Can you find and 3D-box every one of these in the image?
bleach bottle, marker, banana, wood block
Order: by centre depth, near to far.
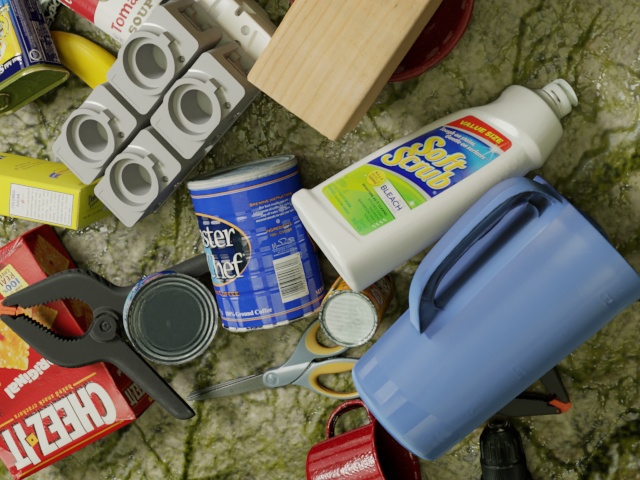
[{"bbox_3d":[0.041,-0.192,0.855,0.090,0.090,0.206,36,109,4],"label":"wood block"},{"bbox_3d":[0.106,-0.064,0.916,0.250,0.068,0.103,-34,57,-4],"label":"bleach bottle"},{"bbox_3d":[-0.191,-0.124,1.017,0.070,0.037,0.198,-28,95,18],"label":"banana"},{"bbox_3d":[-0.261,-0.220,1.021,0.020,0.020,0.121,31,109,5],"label":"marker"}]

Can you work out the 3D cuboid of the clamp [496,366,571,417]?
[{"bbox_3d":[0.147,0.117,0.989,0.171,0.039,0.120,39,108,6],"label":"clamp"}]

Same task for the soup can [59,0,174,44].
[{"bbox_3d":[-0.188,-0.224,0.977,0.102,0.068,0.069,35,109,3],"label":"soup can"}]

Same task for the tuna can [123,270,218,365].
[{"bbox_3d":[-0.141,0.071,0.998,0.086,0.034,0.086,-2,95,-17],"label":"tuna can"}]

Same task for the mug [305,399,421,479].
[{"bbox_3d":[0.037,0.211,1.021,0.082,0.093,0.117,-24,66,23],"label":"mug"}]

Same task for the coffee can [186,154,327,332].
[{"bbox_3d":[-0.056,0.001,0.979,0.103,0.102,0.140,-10,101,16],"label":"coffee can"}]

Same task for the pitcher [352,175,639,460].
[{"bbox_3d":[0.139,0.065,0.901,0.243,0.145,0.149,-43,84,7],"label":"pitcher"}]

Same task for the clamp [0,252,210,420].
[{"bbox_3d":[-0.201,0.089,1.019,0.209,0.036,0.164,3,92,-14],"label":"clamp"}]

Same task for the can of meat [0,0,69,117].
[{"bbox_3d":[-0.296,-0.174,1.000,0.102,0.057,0.084,-25,82,26],"label":"can of meat"}]

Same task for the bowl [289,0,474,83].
[{"bbox_3d":[0.057,-0.219,0.922,0.162,0.055,0.162,3,104,13],"label":"bowl"}]

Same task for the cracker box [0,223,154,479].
[{"bbox_3d":[-0.293,0.115,1.082,0.164,0.072,0.213,-29,95,18],"label":"cracker box"}]

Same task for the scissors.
[{"bbox_3d":[-0.040,0.116,1.049,0.202,0.016,0.096,0,102,14],"label":"scissors"}]

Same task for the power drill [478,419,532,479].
[{"bbox_3d":[0.244,0.250,0.989,0.188,0.057,0.184,-5,106,18],"label":"power drill"}]

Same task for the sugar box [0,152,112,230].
[{"bbox_3d":[-0.293,-0.054,1.030,0.176,0.093,0.048,13,105,10],"label":"sugar box"}]
